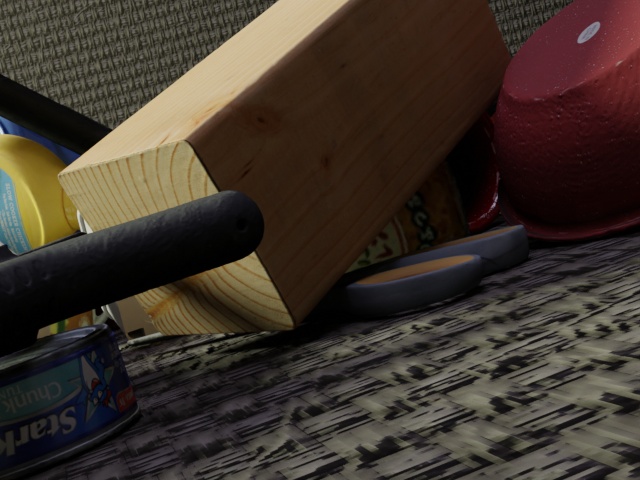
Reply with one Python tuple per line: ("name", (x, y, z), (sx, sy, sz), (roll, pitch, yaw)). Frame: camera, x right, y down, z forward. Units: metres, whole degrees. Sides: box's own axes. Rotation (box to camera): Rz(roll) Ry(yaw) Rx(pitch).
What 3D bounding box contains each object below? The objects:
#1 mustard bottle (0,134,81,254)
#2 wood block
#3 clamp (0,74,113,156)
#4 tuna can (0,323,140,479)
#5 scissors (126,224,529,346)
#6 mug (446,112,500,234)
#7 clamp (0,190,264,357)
("mustard bottle", (-0.226, -0.024, 0.722), (0.192, 0.096, 0.058), (-3, 26, 10))
("wood block", (-0.004, -0.055, 0.492), (0.091, 0.090, 0.205), (-7, 31, 44))
("clamp", (-0.139, -0.060, 0.733), (0.210, 0.036, 0.164), (27, 2, 16))
("tuna can", (-0.108, 0.058, 0.370), (0.086, 0.034, 0.086), (-17, 4, 1))
("scissors", (-0.007, 0.029, 0.466), (0.202, 0.016, 0.096), (-17, 4, 11))
("mug", (0.046, -0.032, 0.641), (0.082, 0.093, 0.117), (-20, 27, 51))
("clamp", (-0.102, 0.018, 0.358), (0.120, 0.039, 0.171), (-21, 4, 38))
